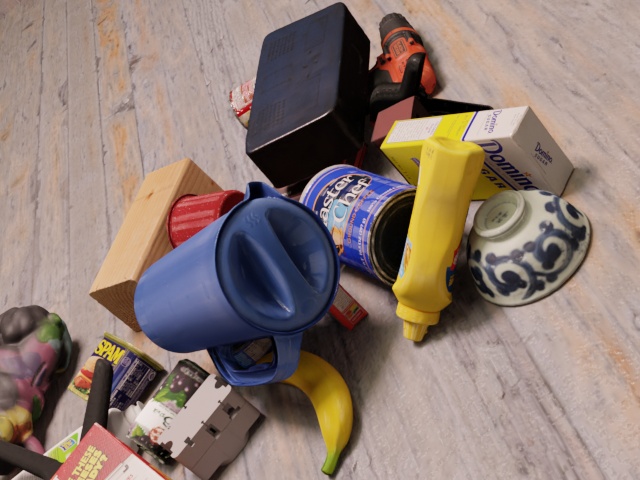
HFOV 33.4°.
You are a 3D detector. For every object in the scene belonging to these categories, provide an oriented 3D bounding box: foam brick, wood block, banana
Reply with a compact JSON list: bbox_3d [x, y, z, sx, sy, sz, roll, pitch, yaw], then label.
[{"bbox_3d":[0.102,-0.110,1.180,0.051,0.078,0.053,-23,37,34],"label":"foam brick"},{"bbox_3d":[-0.206,0.004,1.387,0.091,0.090,0.206,-17,41,39],"label":"wood block"},{"bbox_3d":[-0.012,0.147,1.047,0.069,0.037,0.198,-43,31,0],"label":"banana"}]

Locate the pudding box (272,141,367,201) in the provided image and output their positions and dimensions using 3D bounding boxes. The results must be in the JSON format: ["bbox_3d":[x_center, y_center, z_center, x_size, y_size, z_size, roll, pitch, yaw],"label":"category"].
[{"bbox_3d":[-0.003,-0.080,1.301,0.114,0.039,0.090,-18,40,35],"label":"pudding box"}]

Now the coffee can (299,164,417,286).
[{"bbox_3d":[0.054,-0.017,1.101,0.102,0.102,0.140,-51,32,-10],"label":"coffee can"}]

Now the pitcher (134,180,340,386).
[{"bbox_3d":[-0.095,0.056,1.073,0.243,0.145,0.149,-24,30,56],"label":"pitcher"}]

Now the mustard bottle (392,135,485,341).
[{"bbox_3d":[0.106,0.002,0.997,0.096,0.058,0.192,-56,-22,-77],"label":"mustard bottle"}]

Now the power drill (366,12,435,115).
[{"bbox_3d":[0.052,-0.203,1.365,0.188,0.057,0.184,-35,33,15],"label":"power drill"}]

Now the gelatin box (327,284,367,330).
[{"bbox_3d":[0.001,0.048,1.114,0.030,0.073,0.089,-46,31,-5],"label":"gelatin box"}]

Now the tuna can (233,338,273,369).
[{"bbox_3d":[-0.084,0.103,1.185,0.086,0.033,0.086,-30,34,23],"label":"tuna can"}]

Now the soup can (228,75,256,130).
[{"bbox_3d":[-0.069,-0.206,1.498,0.102,0.068,0.068,-29,34,23],"label":"soup can"}]

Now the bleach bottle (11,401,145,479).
[{"bbox_3d":[-0.288,0.276,1.192,0.251,0.068,0.103,-40,36,1],"label":"bleach bottle"}]

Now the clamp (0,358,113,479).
[{"bbox_3d":[-0.268,0.247,1.139,0.164,0.036,0.210,-28,59,0],"label":"clamp"}]

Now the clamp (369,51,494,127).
[{"bbox_3d":[0.103,-0.162,1.207,0.172,0.120,0.039,-4,48,52],"label":"clamp"}]

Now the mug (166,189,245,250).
[{"bbox_3d":[-0.123,-0.021,1.339,0.082,0.093,0.117,-8,10,37],"label":"mug"}]

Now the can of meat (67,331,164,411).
[{"bbox_3d":[-0.247,0.165,1.280,0.102,0.057,0.084,13,66,55],"label":"can of meat"}]

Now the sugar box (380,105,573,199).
[{"bbox_3d":[0.154,-0.083,1.073,0.177,0.093,0.048,2,54,51],"label":"sugar box"}]
